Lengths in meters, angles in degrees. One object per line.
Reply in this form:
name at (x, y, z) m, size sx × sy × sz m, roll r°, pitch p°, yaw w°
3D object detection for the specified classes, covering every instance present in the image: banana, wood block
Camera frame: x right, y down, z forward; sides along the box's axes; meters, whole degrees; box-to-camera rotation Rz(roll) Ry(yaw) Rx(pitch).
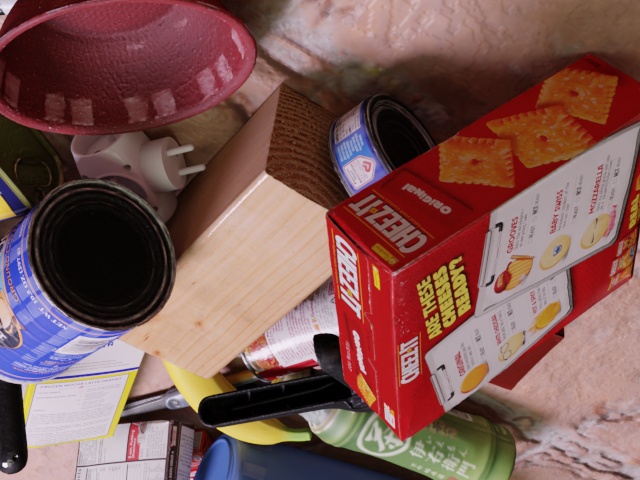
banana at (-0.089, 0.113, 0.895) m, size 0.070 × 0.037 × 0.197 m, roll -33°, pitch 118°, yaw 11°
wood block at (-0.054, 0.001, 0.751) m, size 0.090 × 0.090 × 0.206 m, roll 29°, pitch 132°, yaw -22°

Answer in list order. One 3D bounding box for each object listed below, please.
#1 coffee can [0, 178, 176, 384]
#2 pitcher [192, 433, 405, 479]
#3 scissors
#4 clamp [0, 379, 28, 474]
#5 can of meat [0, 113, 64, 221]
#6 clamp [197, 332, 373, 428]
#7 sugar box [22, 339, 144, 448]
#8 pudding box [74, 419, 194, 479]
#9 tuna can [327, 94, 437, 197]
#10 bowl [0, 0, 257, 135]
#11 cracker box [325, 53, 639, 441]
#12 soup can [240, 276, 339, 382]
coffee can at (-0.176, 0.031, 0.721) m, size 0.102 × 0.102 × 0.141 m, roll 31°, pitch 144°, yaw -24°
pitcher at (0.000, 0.263, 0.990) m, size 0.242 × 0.145 × 0.149 m, roll 24°, pitch 124°, yaw -19°
scissors at (-0.111, 0.150, 0.965) m, size 0.202 × 0.016 × 0.096 m, roll -31°, pitch 121°, yaw 32°
clamp at (-0.250, 0.095, 0.839) m, size 0.039 × 0.120 × 0.171 m, roll -6°, pitch 113°, yaw -35°
can of meat at (-0.242, -0.056, 0.738) m, size 0.084 × 0.057 × 0.102 m, roll -13°, pitch 134°, yaw 21°
clamp at (0.022, 0.111, 0.813) m, size 0.209 × 0.036 × 0.165 m, roll 10°, pitch 152°, yaw -43°
sugar box at (-0.205, 0.109, 0.895) m, size 0.093 × 0.048 × 0.176 m, roll -3°, pitch 139°, yaw -28°
pudding box at (-0.172, 0.212, 0.972) m, size 0.114 × 0.090 × 0.039 m, roll -11°, pitch 155°, yaw 29°
tuna can at (0.045, -0.051, 0.689) m, size 0.034 × 0.086 × 0.086 m, roll -33°, pitch 124°, yaw 31°
bowl at (-0.121, -0.121, 0.630) m, size 0.162 × 0.055 × 0.162 m, roll -11°, pitch 162°, yaw -4°
cracker box at (0.109, 0.004, 0.669) m, size 0.213 × 0.072 × 0.164 m, roll -31°, pitch 140°, yaw -21°
soup can at (-0.006, 0.064, 0.828) m, size 0.102 × 0.068 × 0.068 m, roll -20°, pitch 131°, yaw 24°
